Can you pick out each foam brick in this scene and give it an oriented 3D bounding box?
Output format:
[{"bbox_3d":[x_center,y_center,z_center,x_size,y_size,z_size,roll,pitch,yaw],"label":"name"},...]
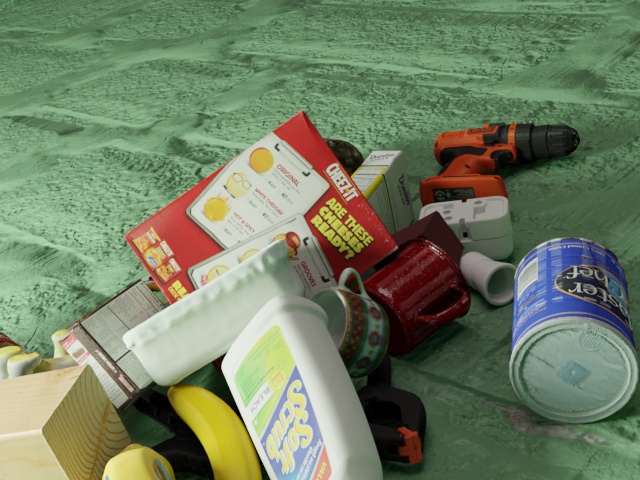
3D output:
[{"bbox_3d":[0.101,0.015,1.115,0.078,0.053,0.051,-29,14,37],"label":"foam brick"}]

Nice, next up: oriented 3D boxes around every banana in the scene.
[{"bbox_3d":[-0.084,0.181,0.867,0.069,0.037,0.198,-18,42,1],"label":"banana"}]

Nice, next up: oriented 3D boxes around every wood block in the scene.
[{"bbox_3d":[-0.283,0.182,0.925,0.206,0.090,0.090,-12,25,23],"label":"wood block"}]

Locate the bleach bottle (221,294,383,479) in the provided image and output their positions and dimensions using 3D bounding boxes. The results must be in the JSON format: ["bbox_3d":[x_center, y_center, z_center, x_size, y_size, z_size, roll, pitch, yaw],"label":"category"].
[{"bbox_3d":[0.003,0.161,0.828,0.103,0.068,0.251,-51,42,19],"label":"bleach bottle"}]

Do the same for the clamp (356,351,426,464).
[{"bbox_3d":[0.030,0.150,0.934,0.120,0.039,0.172,-25,21,-9],"label":"clamp"}]

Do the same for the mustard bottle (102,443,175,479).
[{"bbox_3d":[-0.133,0.216,0.816,0.058,0.096,0.192,-18,27,-8],"label":"mustard bottle"}]

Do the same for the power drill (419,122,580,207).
[{"bbox_3d":[0.210,-0.088,1.294,0.185,0.057,0.187,-4,25,26],"label":"power drill"}]

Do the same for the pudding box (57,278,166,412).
[{"bbox_3d":[-0.180,0.097,1.015,0.039,0.090,0.113,-44,-2,30],"label":"pudding box"}]

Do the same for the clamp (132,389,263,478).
[{"bbox_3d":[-0.113,0.172,0.960,0.210,0.036,0.164,-12,27,13],"label":"clamp"}]

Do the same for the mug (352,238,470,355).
[{"bbox_3d":[0.092,0.059,1.023,0.081,0.093,0.117,-35,28,-28],"label":"mug"}]

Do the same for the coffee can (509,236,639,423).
[{"bbox_3d":[0.216,0.074,0.919,0.103,0.103,0.140,-6,27,15],"label":"coffee can"}]

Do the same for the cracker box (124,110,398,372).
[{"bbox_3d":[-0.057,0.001,1.050,0.213,0.164,0.072,-35,1,2],"label":"cracker box"}]

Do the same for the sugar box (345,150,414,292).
[{"bbox_3d":[0.052,-0.024,1.201,0.048,0.093,0.176,1,29,25],"label":"sugar box"}]
